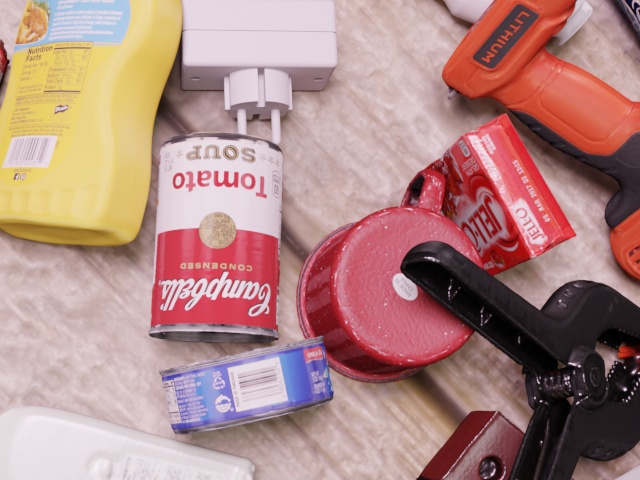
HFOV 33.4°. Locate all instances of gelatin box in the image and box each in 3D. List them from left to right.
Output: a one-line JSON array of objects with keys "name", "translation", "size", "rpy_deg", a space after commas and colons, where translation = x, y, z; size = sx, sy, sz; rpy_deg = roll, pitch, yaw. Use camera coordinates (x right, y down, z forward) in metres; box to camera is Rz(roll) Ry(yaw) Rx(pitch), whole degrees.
[{"name": "gelatin box", "translation": [0.093, -0.021, 0.577], "size": [0.030, 0.089, 0.073], "rpy_deg": [-27, 86, -13]}]

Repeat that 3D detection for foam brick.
[{"name": "foam brick", "translation": [0.100, 0.136, 0.573], "size": [0.078, 0.051, 0.053], "rpy_deg": [42, 77, -1]}]

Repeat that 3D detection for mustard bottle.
[{"name": "mustard bottle", "translation": [-0.120, -0.095, 0.560], "size": [0.096, 0.058, 0.191], "rpy_deg": [2, 76, 34]}]

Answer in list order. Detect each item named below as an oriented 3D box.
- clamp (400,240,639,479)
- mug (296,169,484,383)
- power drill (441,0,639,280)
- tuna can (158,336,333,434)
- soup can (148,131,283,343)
[{"name": "clamp", "translation": [0.122, 0.081, 0.537], "size": [0.209, 0.036, 0.164], "rpy_deg": [0, 80, -46]}, {"name": "mug", "translation": [0.043, 0.017, 0.567], "size": [0.093, 0.081, 0.117], "rpy_deg": [23, 78, -5]}, {"name": "power drill", "translation": [0.172, -0.078, 0.555], "size": [0.187, 0.185, 0.057], "rpy_deg": [40, 44, -2]}, {"name": "tuna can", "translation": [-0.037, 0.074, 0.543], "size": [0.086, 0.086, 0.034], "rpy_deg": [-11, 84, -11]}, {"name": "soup can", "translation": [-0.054, 0.001, 0.562], "size": [0.068, 0.068, 0.102], "rpy_deg": [3, 80, -9]}]
